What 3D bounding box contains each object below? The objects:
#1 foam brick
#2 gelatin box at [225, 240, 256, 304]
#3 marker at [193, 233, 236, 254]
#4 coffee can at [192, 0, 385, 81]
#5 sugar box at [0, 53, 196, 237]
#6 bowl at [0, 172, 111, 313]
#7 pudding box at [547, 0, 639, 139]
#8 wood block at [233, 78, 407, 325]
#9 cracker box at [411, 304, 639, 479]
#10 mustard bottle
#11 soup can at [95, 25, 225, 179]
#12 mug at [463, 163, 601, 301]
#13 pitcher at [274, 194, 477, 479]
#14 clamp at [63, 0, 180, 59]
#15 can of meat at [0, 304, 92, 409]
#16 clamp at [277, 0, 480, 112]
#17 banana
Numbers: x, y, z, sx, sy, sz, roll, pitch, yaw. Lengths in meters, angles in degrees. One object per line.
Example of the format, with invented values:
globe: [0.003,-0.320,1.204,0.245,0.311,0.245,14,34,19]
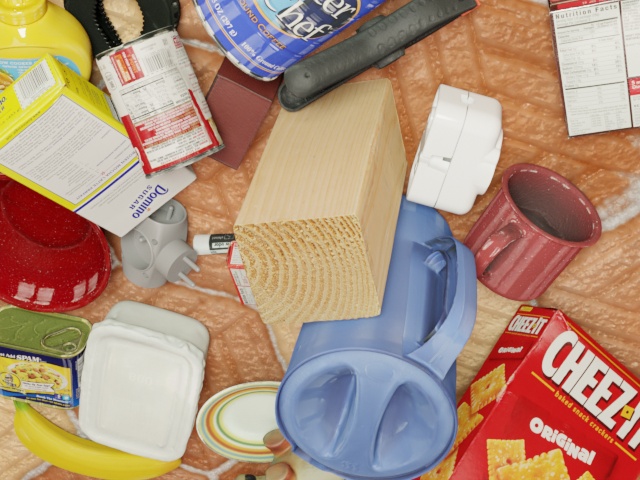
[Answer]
foam brick: [-0.072,-0.109,0.881,0.051,0.053,0.078,27,124,-8]
gelatin box: [-0.035,0.031,0.970,0.089,0.030,0.073,2,150,10]
marker: [-0.056,0.001,0.975,0.121,0.020,0.020,-3,124,13]
coffee can: [-0.010,-0.196,0.779,0.140,0.102,0.102,-30,114,27]
sugar box: [-0.191,-0.072,0.873,0.093,0.048,0.176,-36,148,12]
bowl: [-0.262,-0.010,0.981,0.162,0.055,0.162,7,129,8]
pudding box: [0.225,-0.138,0.813,0.090,0.039,0.113,-6,121,16]
wood block: [0.007,-0.035,0.822,0.091,0.206,0.090,-6,123,15]
cracker box: [0.195,0.190,0.948,0.164,0.072,0.213,40,77,-17]
mustard bottle: [-0.231,-0.136,0.857,0.096,0.058,0.192,-2,142,-6]
soup can: [-0.124,-0.107,0.829,0.069,0.068,0.102,-18,101,21]
mug: [0.164,0.000,0.878,0.093,0.117,0.082,46,131,17]
pitcher: [0.056,0.060,0.856,0.149,0.242,0.145,-2,124,12]
clamp: [-0.169,-0.216,0.835,0.164,0.036,0.210,10,128,3]
can of meat: [-0.282,0.120,1.078,0.102,0.057,0.084,11,128,4]
clamp: [0.038,-0.146,0.812,0.171,0.120,0.039,-28,99,-12]
banana: [-0.251,0.225,1.155,0.197,0.037,0.070,21,127,-4]
